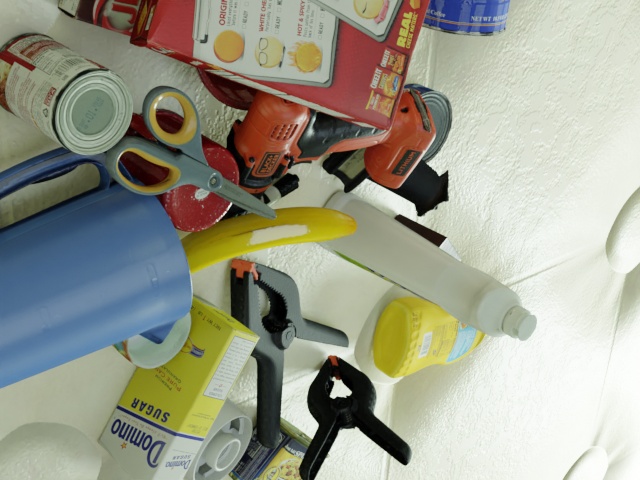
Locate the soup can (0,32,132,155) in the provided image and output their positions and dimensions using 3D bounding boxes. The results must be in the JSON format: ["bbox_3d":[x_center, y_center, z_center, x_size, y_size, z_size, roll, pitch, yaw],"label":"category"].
[{"bbox_3d":[-0.197,-0.112,0.812,0.068,0.102,0.068,-23,127,-34],"label":"soup can"}]

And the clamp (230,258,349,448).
[{"bbox_3d":[-0.039,0.094,1.130,0.164,0.036,0.210,-46,132,-37],"label":"clamp"}]

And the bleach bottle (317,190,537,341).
[{"bbox_3d":[0.110,0.032,1.087,0.102,0.251,0.068,28,92,-49],"label":"bleach bottle"}]

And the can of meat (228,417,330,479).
[{"bbox_3d":[-0.050,0.249,1.206,0.084,0.058,0.102,-52,138,-5],"label":"can of meat"}]

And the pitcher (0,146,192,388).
[{"bbox_3d":[-0.237,0.036,0.851,0.242,0.149,0.145,-24,159,-30],"label":"pitcher"}]

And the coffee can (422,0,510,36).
[{"bbox_3d":[0.144,-0.283,1.047,0.102,0.103,0.140,-15,123,-39],"label":"coffee can"}]

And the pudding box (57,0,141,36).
[{"bbox_3d":[-0.147,-0.219,0.846,0.089,0.039,0.113,9,106,-46],"label":"pudding box"}]

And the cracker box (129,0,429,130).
[{"bbox_3d":[-0.023,-0.197,0.840,0.213,0.072,0.164,17,91,-25],"label":"cracker box"}]

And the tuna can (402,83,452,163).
[{"bbox_3d":[0.101,-0.125,1.151,0.086,0.034,0.086,-23,128,-34],"label":"tuna can"}]

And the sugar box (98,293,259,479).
[{"bbox_3d":[-0.139,0.145,1.029,0.048,0.093,0.176,28,92,-48],"label":"sugar box"}]

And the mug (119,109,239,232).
[{"bbox_3d":[-0.129,-0.065,0.922,0.093,0.082,0.117,-45,137,-15],"label":"mug"}]

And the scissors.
[{"bbox_3d":[-0.091,-0.070,0.880,0.201,0.016,0.096,5,105,-51],"label":"scissors"}]

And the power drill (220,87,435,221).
[{"bbox_3d":[-0.001,-0.079,0.989,0.187,0.057,0.185,-7,153,-28],"label":"power drill"}]

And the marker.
[{"bbox_3d":[-0.068,-0.030,1.051,0.121,0.020,0.020,-37,134,-24],"label":"marker"}]

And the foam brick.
[{"bbox_3d":[0.109,0.014,1.209,0.053,0.078,0.051,-52,138,-11],"label":"foam brick"}]

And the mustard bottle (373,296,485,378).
[{"bbox_3d":[0.152,0.109,1.320,0.191,0.058,0.096,-6,116,-42],"label":"mustard bottle"}]

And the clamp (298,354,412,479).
[{"bbox_3d":[0.037,0.194,1.179,0.120,0.171,0.039,-1,132,1],"label":"clamp"}]

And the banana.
[{"bbox_3d":[-0.060,-0.003,1.007,0.197,0.037,0.070,-15,164,-7],"label":"banana"}]
